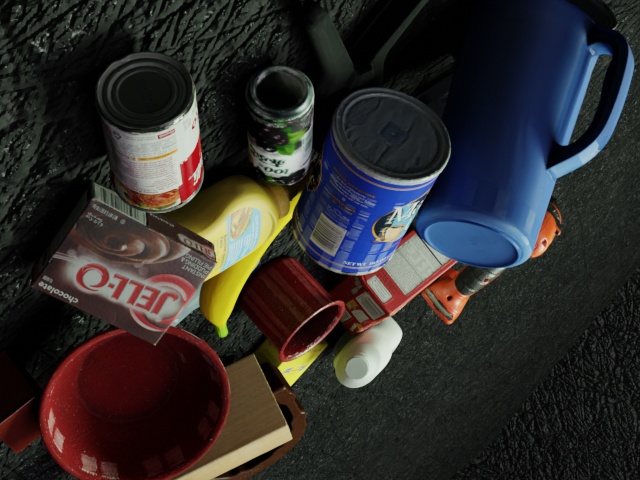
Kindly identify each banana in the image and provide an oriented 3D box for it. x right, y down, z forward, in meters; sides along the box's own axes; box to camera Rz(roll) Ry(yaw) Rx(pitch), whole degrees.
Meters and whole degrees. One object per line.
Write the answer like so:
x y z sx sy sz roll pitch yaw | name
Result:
-0.063 0.003 1.014 0.198 0.037 0.069 -57 165 5 | banana

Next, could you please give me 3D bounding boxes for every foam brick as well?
-0.263 0.138 0.909 0.053 0.051 0.078 -39 160 -15 | foam brick

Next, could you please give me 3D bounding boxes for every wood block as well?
-0.143 0.214 1.148 0.206 0.091 0.090 -26 162 -7 | wood block

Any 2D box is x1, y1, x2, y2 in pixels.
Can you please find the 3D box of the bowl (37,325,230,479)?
-0.162 0.132 0.918 0.162 0.055 0.162 -7 114 -16 | bowl

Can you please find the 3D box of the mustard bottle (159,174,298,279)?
-0.095 -0.007 0.928 0.191 0.058 0.096 -31 152 -30 | mustard bottle

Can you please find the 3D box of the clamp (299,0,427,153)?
0.019 -0.145 0.899 0.164 0.036 0.210 -26 154 -41 | clamp

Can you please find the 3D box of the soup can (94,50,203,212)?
-0.117 -0.074 0.740 0.068 0.068 0.102 -36 158 -20 | soup can

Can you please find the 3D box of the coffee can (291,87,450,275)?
0.041 -0.050 0.936 0.102 0.103 0.140 -29 158 -34 | coffee can

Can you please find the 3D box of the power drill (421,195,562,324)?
0.222 0.017 1.348 0.188 0.057 0.184 -42 177 24 | power drill

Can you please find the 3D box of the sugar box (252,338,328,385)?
-0.075 0.182 1.356 0.176 0.048 0.093 -52 158 17 | sugar box

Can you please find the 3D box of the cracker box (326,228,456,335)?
0.118 0.018 1.310 0.213 0.072 0.164 -37 178 -19 | cracker box

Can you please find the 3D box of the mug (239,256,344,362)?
-0.030 0.073 1.175 0.093 0.081 0.117 -47 159 9 | mug

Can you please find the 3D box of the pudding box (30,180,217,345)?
-0.149 0.018 0.817 0.113 0.039 0.090 30 111 -22 | pudding box

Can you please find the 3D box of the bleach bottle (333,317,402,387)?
0.054 0.153 1.411 0.102 0.068 0.250 -46 177 8 | bleach bottle

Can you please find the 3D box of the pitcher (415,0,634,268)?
0.180 -0.101 0.987 0.149 0.145 0.242 130 -20 -67 | pitcher
